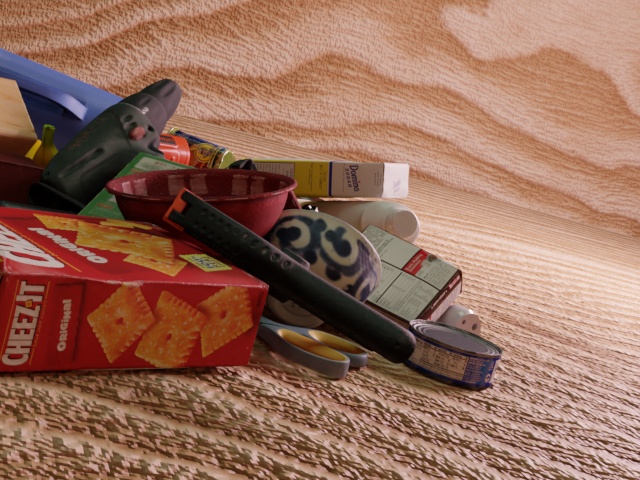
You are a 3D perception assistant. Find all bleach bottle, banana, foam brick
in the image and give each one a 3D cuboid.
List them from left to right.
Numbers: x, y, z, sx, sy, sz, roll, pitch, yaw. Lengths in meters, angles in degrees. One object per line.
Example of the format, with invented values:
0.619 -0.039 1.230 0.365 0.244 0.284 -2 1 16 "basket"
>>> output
-0.327 -0.061 1.073 0.078 0.051 0.053 11 11 -33 "foam brick"
-0.314 -0.087 1.208 0.037 0.069 0.198 15 -5 -21 "banana"
0.037 -0.016 1.218 0.102 0.068 0.251 14 -7 -19 "bleach bottle"

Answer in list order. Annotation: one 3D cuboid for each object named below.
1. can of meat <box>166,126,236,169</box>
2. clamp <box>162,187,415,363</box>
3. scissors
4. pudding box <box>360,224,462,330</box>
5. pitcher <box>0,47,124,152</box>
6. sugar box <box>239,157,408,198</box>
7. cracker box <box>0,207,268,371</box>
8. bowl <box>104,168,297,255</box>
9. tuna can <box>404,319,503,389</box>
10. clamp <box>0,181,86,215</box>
-0.166 -0.082 1.352 0.084 0.102 0.057 22 -12 15 "can of meat"
-0.023 0.030 0.814 0.210 0.036 0.164 32 -5 5 "clamp"
-0.042 0.070 0.893 0.202 0.016 0.096 25 10 41 "scissors"
0.067 0.042 1.024 0.114 0.039 0.089 26 53 28 "pudding box"
-0.370 -0.175 1.476 0.242 0.145 0.149 19 29 -6 "pitcher"
0.004 -0.070 1.224 0.176 0.048 0.093 6 5 22 "sugar box"
-0.169 0.028 0.731 0.164 0.072 0.213 24 11 42 "cracker box"
-0.100 -0.023 0.906 0.162 0.055 0.162 0 13 0 "bowl"
0.115 0.100 0.940 0.086 0.034 0.086 16 8 -3 "tuna can"
-0.223 -0.011 1.003 0.171 0.039 0.120 19 19 9 "clamp"
